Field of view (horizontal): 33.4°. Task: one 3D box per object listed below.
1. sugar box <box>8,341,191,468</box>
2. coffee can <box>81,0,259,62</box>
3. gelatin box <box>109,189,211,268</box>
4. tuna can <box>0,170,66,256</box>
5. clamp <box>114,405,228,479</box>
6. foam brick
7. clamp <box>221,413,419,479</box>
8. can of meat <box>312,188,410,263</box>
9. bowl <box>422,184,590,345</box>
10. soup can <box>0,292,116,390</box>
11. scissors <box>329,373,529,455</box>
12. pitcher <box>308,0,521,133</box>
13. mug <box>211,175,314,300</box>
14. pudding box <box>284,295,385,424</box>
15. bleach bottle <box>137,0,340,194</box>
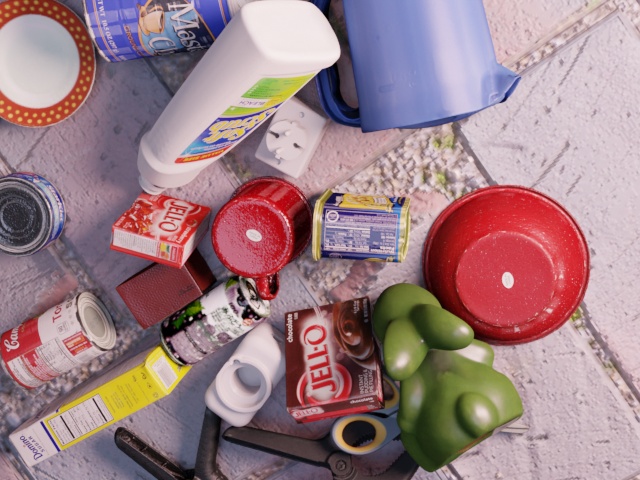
[{"bbox_3d":[-0.223,0.165,1.094,0.176,0.093,0.048,-31,95,16],"label":"sugar box"},{"bbox_3d":[-0.136,-0.224,0.988,0.140,0.102,0.103,-6,101,11],"label":"coffee can"},{"bbox_3d":[-0.155,-0.013,1.044,0.073,0.089,0.030,16,119,7],"label":"gelatin box"},{"bbox_3d":[-0.308,-0.027,1.098,0.086,0.033,0.086,2,102,10],"label":"tuna can"},{"bbox_3d":[-0.128,0.247,1.123,0.120,0.039,0.171,-27,102,19],"label":"clamp"},{"bbox_3d":[-0.155,0.045,1.077,0.078,0.051,0.053,-30,96,15],"label":"foam brick"},{"bbox_3d":[0.012,0.222,1.068,0.210,0.036,0.165,-27,68,-7],"label":"clamp"},{"bbox_3d":[0.041,-0.013,1.004,0.084,0.102,0.057,4,102,7],"label":"can of meat"},{"bbox_3d":[0.175,0.030,1.012,0.162,0.055,0.162,2,103,10],"label":"bowl"},{"bbox_3d":[-0.271,0.104,1.102,0.102,0.068,0.068,-27,96,14],"label":"soup can"},{"bbox_3d":[0.097,0.188,1.051,0.202,0.016,0.096,24,78,1],"label":"scissors"},{"bbox_3d":[0.069,-0.218,0.946,0.149,0.145,0.243,-14,96,-15],"label":"pitcher"},{"bbox_3d":[-0.057,0.001,1.033,0.093,0.081,0.117,-1,102,10],"label":"mug"},{"bbox_3d":[0.013,0.116,1.035,0.090,0.113,0.039,-12,140,12],"label":"pudding box"},{"bbox_3d":[-0.094,-0.120,0.991,0.251,0.102,0.068,-41,69,42],"label":"bleach bottle"}]
